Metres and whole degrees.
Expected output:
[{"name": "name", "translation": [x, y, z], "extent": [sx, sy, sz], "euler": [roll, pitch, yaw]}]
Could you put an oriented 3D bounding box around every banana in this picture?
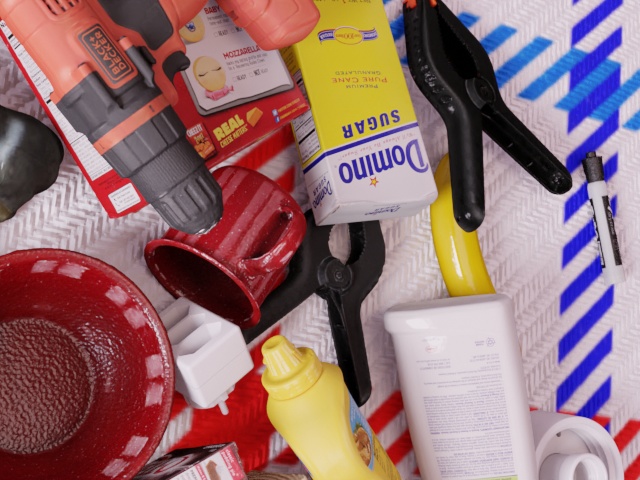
[{"name": "banana", "translation": [0.124, 0.009, 0.876], "extent": [0.069, 0.037, 0.198], "euler": [-7, 86, -29]}]

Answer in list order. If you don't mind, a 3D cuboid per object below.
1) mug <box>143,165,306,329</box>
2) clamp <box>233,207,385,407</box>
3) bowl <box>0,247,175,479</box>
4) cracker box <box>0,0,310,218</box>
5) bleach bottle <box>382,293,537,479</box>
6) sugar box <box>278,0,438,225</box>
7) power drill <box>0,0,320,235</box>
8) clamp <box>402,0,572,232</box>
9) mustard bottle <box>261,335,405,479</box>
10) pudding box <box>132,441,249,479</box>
[{"name": "mug", "translation": [-0.055, 0.001, 0.737], "extent": [0.093, 0.117, 0.081], "euler": [48, 58, -25]}, {"name": "clamp", "translation": [-0.004, 0.031, 0.802], "extent": [0.120, 0.039, 0.171], "euler": [21, 67, -29]}, {"name": "bowl", "translation": [-0.175, 0.088, 0.669], "extent": [0.161, 0.055, 0.162], "euler": [8, 74, -30]}, {"name": "cracker box", "translation": [-0.125, -0.144, 0.730], "extent": [0.163, 0.072, 0.213], "euler": [-36, 100, -41]}, {"name": "bleach bottle", "translation": [0.114, 0.171, 0.824], "extent": [0.103, 0.068, 0.251], "euler": [-7, 93, 14]}, {"name": "sugar box", "translation": [0.023, -0.103, 0.814], "extent": [0.093, 0.048, 0.176], "euler": [-7, 72, -30]}, {"name": "power drill", "translation": [-0.082, -0.118, 0.668], "extent": [0.184, 0.057, 0.187], "euler": [54, 50, -12]}, {"name": "clamp", "translation": [0.118, -0.108, 0.870], "extent": [0.164, 0.036, 0.210], "euler": [-30, 90, -49]}, {"name": "mustard bottle", "translation": [0.012, 0.143, 0.739], "extent": [0.058, 0.096, 0.191], "euler": [-26, 115, 7]}, {"name": "pudding box", "translation": [-0.105, 0.166, 0.683], "extent": [0.089, 0.114, 0.039], "euler": [-27, 93, -30]}]
